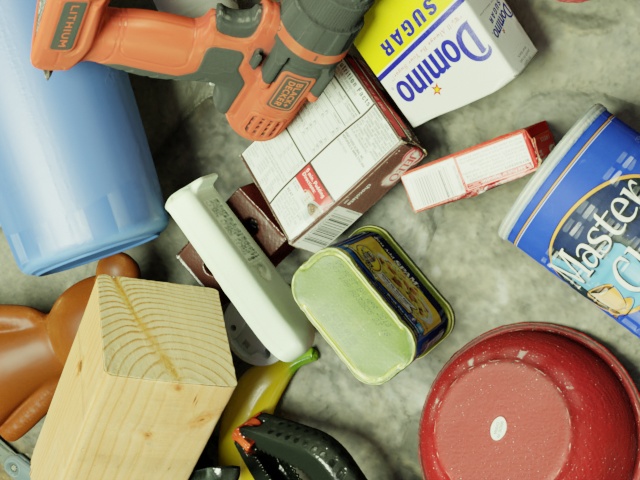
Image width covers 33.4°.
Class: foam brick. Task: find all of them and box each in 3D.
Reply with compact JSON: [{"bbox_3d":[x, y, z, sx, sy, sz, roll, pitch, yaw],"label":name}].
[{"bbox_3d":[-0.055,0.001,0.785,0.053,0.051,0.078,48,112,8],"label":"foam brick"}]

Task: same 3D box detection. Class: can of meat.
[{"bbox_3d":[0.036,0.044,0.737,0.057,0.083,0.102,-43,82,22],"label":"can of meat"}]

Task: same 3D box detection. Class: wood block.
[{"bbox_3d":[-0.141,0.132,0.764,0.091,0.090,0.206,-106,34,-44],"label":"wood block"}]

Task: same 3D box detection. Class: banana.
[{"bbox_3d":[-0.047,0.173,0.817,0.070,0.037,0.198,11,102,23],"label":"banana"}]

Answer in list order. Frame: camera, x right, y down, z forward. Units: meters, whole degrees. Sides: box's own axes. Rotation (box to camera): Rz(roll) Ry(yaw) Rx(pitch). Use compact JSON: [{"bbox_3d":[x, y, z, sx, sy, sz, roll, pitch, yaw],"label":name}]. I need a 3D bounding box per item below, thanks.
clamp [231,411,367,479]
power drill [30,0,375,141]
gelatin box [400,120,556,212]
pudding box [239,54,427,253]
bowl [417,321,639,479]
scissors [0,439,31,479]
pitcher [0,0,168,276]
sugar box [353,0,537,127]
[{"bbox_3d":[0.024,0.189,0.738,0.210,0.036,0.165,44,134,17],"label":"clamp"},{"bbox_3d":[-0.071,-0.138,0.648,0.185,0.187,0.057,130,146,-49],"label":"power drill"},{"bbox_3d":[0.106,-0.048,0.699,0.089,0.073,0.030,-19,92,23],"label":"gelatin box"},{"bbox_3d":[0.007,-0.060,0.743,0.114,0.039,0.090,-42,59,21],"label":"pudding box"},{"bbox_3d":[0.127,0.127,0.696,0.162,0.055,0.162,-10,70,28],"label":"bowl"},{"bbox_3d":[-0.261,0.215,0.924,0.202,0.016,0.096,22,106,18],"label":"scissors"},{"bbox_3d":[-0.188,-0.105,0.746,0.145,0.149,0.243,-20,89,65],"label":"pitcher"},{"bbox_3d":[0.049,-0.163,0.673,0.094,0.048,0.176,-22,110,46],"label":"sugar box"}]
